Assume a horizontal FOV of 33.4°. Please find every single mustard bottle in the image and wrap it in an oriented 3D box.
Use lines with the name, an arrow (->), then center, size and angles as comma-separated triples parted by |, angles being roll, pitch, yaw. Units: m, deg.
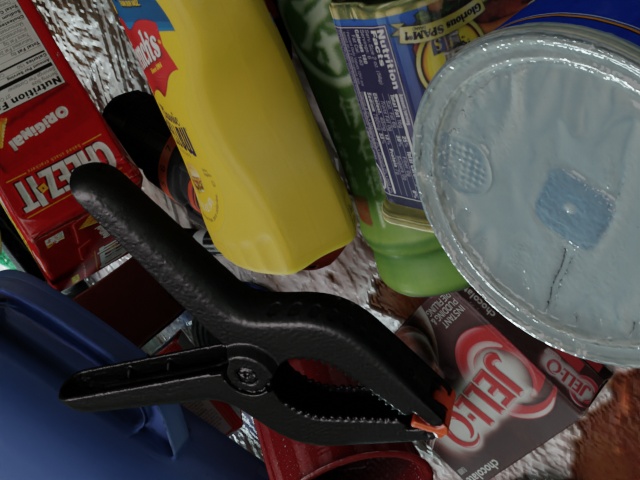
mustard bottle -> -0.048, -0.083, 0.423 | 0.096, 0.058, 0.191 | 37, 152, 63

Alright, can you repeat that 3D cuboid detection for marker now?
marker -> -0.054, 0.001, 0.653 | 0.121, 0.020, 0.020 | -1, 121, 49

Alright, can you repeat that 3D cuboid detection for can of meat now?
can of meat -> 0.060, -0.063, 0.392 | 0.058, 0.102, 0.084 | 16, 130, 56

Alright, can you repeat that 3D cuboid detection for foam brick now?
foam brick -> -0.131, 0.047, 0.731 | 0.053, 0.078, 0.051 | 50, 144, 0

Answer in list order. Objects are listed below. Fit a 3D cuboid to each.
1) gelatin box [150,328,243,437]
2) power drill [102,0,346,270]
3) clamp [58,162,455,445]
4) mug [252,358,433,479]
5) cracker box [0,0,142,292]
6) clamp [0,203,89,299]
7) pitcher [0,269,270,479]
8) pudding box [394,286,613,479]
gelatin box -> -0.088, 0.102, 0.742 | 0.073, 0.030, 0.089 | 52, 176, -4
power drill -> -0.061, -0.090, 0.547 | 0.185, 0.057, 0.188 | 29, 142, 33
clamp -> -0.035, 0.046, 0.523 | 0.210, 0.036, 0.165 | 13, 131, 8
mug -> 0.016, 0.118, 0.618 | 0.093, 0.117, 0.081 | -48, 42, 27
cracker box -> -0.179, -0.088, 0.604 | 0.214, 0.072, 0.164 | 58, 166, 5
clamp -> -0.219, 0.028, 0.846 | 0.120, 0.039, 0.171 | 30, 141, 30
pitcher -> -0.135, 0.131, 0.654 | 0.243, 0.145, 0.149 | 30, 171, 8
pudding box -> 0.080, 0.069, 0.546 | 0.090, 0.039, 0.114 | 45, 145, 8
